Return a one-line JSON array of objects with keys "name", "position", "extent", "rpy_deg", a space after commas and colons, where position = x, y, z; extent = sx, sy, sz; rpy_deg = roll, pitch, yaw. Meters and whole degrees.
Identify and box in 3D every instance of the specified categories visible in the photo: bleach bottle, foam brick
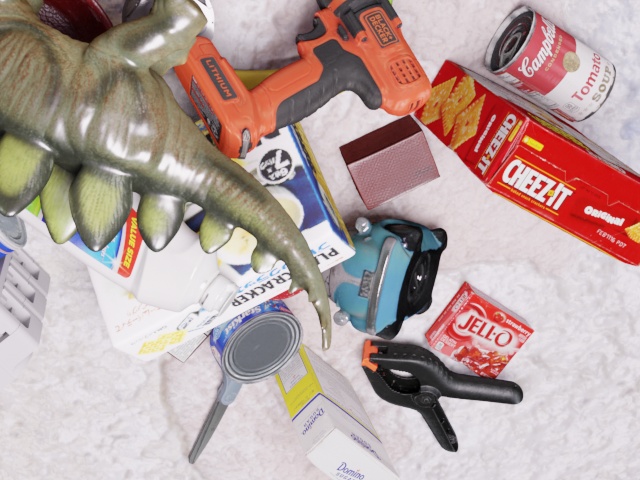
[{"name": "bleach bottle", "position": [-0.169, -0.030, 0.852], "extent": [0.251, 0.068, 0.103], "rpy_deg": [35, 104, 5]}, {"name": "foam brick", "position": [0.064, -0.073, 1.003], "extent": [0.078, 0.051, 0.053], "rpy_deg": [-24, 116, 0]}]

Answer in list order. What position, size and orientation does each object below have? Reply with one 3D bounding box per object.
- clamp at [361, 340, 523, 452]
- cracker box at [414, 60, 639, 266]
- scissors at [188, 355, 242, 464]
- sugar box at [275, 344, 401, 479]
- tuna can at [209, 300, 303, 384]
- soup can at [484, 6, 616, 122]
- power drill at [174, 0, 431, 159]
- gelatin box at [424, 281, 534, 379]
[{"name": "clamp", "position": [0.110, 0.161, 1.112], "extent": [0.171, 0.039, 0.120], "rpy_deg": [25, 122, -9]}, {"name": "cracker box", "position": [0.189, -0.073, 0.937], "extent": [0.164, 0.214, 0.072], "rpy_deg": [25, 106, -19]}, {"name": "scissors", "position": [-0.102, 0.144, 1.067], "extent": [0.096, 0.016, 0.202], "rpy_deg": [26, 107, -46]}, {"name": "sugar box", "position": [0.011, 0.173, 1.027], "extent": [0.048, 0.176, 0.093], "rpy_deg": [-45, 113, 9]}, {"name": "tuna can", "position": [-0.061, 0.093, 1.014], "extent": [0.086, 0.034, 0.086], "rpy_deg": [-19, 133, -22]}, {"name": "soup can", "position": [0.212, -0.161, 0.986], "extent": [0.102, 0.068, 0.068], "rpy_deg": [27, 105, -20]}, {"name": "power drill", "position": [-0.024, -0.161, 0.884], "extent": [0.187, 0.057, 0.184], "rpy_deg": [-25, 73, -16]}, {"name": "gelatin box", "position": [0.164, 0.096, 1.104], "extent": [0.089, 0.030, 0.073], "rpy_deg": [32, 103, -21]}]
